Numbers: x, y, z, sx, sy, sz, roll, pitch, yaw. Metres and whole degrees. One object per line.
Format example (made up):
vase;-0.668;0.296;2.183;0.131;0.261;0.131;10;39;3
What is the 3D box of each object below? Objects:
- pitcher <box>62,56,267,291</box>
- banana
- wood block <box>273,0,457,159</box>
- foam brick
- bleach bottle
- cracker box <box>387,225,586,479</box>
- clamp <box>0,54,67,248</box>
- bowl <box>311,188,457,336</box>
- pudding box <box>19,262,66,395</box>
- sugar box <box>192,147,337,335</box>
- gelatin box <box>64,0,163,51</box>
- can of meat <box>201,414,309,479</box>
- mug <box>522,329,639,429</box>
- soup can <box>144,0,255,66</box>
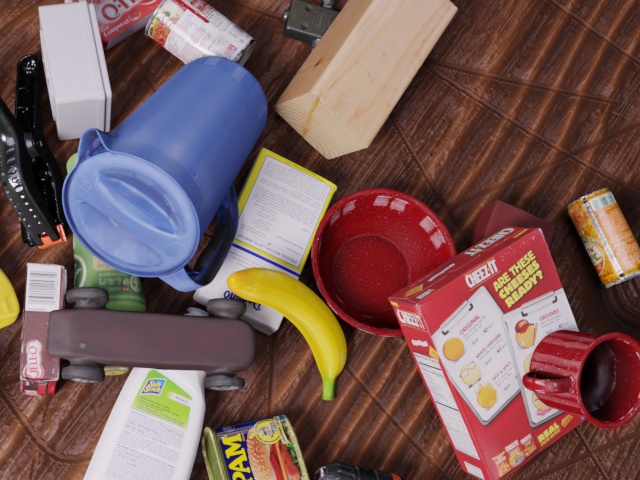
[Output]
pitcher;-0.133;-0.075;1.044;0.145;0.149;0.242;22;38;5
banana;-0.022;0.078;1.069;0.197;0.037;0.069;52;42;-34
wood block;0.050;-0.201;1.176;0.090;0.091;0.206;42;67;-20
foam brick;0.212;-0.002;1.190;0.078;0.053;0.051;23;69;-8
bleach bottle;-0.155;0.185;1.034;0.102;0.068;0.250;25;67;-9
cracker box;0.185;0.115;1.102;0.164;0.072;0.213;-30;105;-21
clamp;-0.294;-0.098;1.067;0.036;0.164;0.210;-16;100;14
bowl;0.063;0.028;1.140;0.162;0.055;0.162;4;73;-14
pudding box;-0.266;0.086;1.018;0.039;0.090;0.113;5;72;-15
sugar box;-0.058;0.001;1.123;0.093;0.048;0.176;26;72;-8
gelatin box;-0.222;-0.261;1.165;0.089;0.030;0.073;-38;86;-21
can of meat;-0.062;0.226;1.040;0.083;0.057;0.102;-9;61;-20
mug;0.251;0.134;1.048;0.117;0.082;0.093;-8;96;-27
soup can;-0.129;-0.220;1.157;0.102;0.069;0.068;36;68;-2
